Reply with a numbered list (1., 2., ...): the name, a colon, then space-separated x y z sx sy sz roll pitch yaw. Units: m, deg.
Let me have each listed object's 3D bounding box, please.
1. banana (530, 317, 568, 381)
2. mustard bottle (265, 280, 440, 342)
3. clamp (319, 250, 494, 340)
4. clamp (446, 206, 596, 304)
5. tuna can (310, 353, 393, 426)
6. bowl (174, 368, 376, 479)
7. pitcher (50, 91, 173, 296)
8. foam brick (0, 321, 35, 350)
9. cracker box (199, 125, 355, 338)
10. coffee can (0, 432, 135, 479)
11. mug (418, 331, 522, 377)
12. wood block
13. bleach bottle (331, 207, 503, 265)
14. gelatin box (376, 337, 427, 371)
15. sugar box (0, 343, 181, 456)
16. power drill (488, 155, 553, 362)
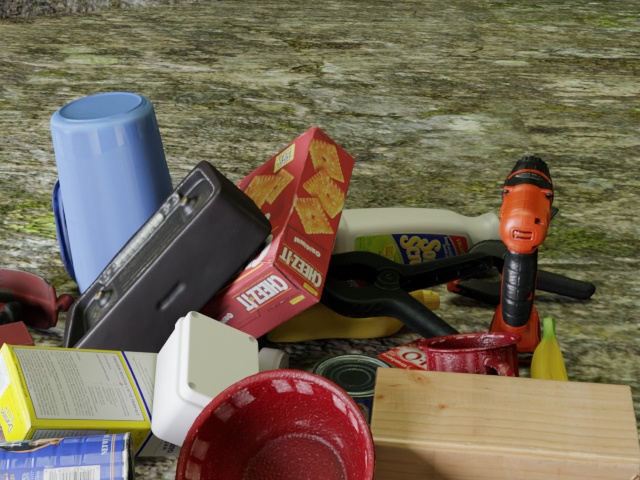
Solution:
1. banana: 0.215 0.134 0.986 0.037 0.069 0.197 -10 14 7
2. mustard bottle: 0.034 0.069 1.160 0.191 0.058 0.096 -1 29 -5
3. clamp: 0.074 0.057 1.099 0.210 0.036 0.164 6 36 5
4. clamp: 0.226 0.021 1.242 0.171 0.039 0.120 -5 59 -13
5. tuna can: 0.032 0.142 1.018 0.086 0.034 0.086 0 23 0
6. bowl: -0.029 0.185 0.831 0.162 0.055 0.162 -9 59 15
7. pitcher: -0.224 -0.033 1.161 0.149 0.243 0.145 -10 26 -6
8. foam brick: -0.320 0.118 1.045 0.078 0.053 0.051 -10 25 -24
9. cracker box: -0.057 0.001 1.110 0.164 0.072 0.213 -34 27 37
10. coffee can: -0.210 0.198 0.793 0.140 0.103 0.103 -3 23 -7
11. mug: 0.143 0.130 0.951 0.093 0.081 0.117 -7 3 -21
12. wood block: 0.144 0.171 0.863 0.206 0.091 0.090 4 35 7
13. bleach bottle: 0.124 0.001 1.264 0.250 0.102 0.068 -6 28 -17
14. gelatin box: 0.111 0.130 1.053 0.073 0.030 0.089 -18 29 -36
15. sugar box: -0.186 0.138 0.910 0.175 0.048 0.093 12 34 -41
16. power drill: 0.210 0.018 1.117 0.057 0.188 0.184 5 25 14
